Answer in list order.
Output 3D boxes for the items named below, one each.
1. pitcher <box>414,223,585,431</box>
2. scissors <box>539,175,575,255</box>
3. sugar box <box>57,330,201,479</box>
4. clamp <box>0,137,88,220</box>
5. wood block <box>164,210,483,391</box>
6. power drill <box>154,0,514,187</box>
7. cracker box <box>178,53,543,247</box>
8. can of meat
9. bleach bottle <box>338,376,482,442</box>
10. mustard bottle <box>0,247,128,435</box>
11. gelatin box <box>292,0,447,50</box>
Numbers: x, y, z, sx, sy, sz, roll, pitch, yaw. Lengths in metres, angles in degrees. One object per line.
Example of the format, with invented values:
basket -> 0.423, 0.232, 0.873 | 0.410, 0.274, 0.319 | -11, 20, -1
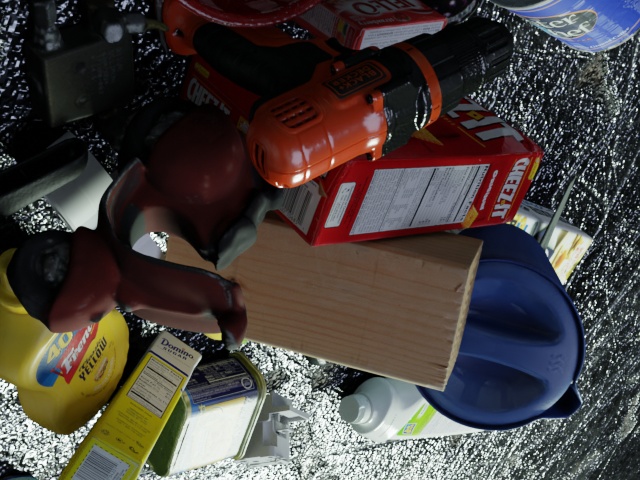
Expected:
pitcher -> 0.138, 0.049, 0.897 | 0.242, 0.145, 0.149 | -52, 136, -76
scissors -> 0.202, 0.031, 1.070 | 0.096, 0.016, 0.202 | -26, 139, -31
sugar box -> -0.148, 0.144, 0.798 | 0.093, 0.048, 0.176 | -53, -172, 19
clamp -> -0.241, -0.002, 0.625 | 0.164, 0.036, 0.210 | 14, 116, -35
wood block -> 0.001, 0.027, 0.754 | 0.090, 0.206, 0.091 | -40, 142, -71
power drill -> 0.000, -0.123, 0.657 | 0.184, 0.188, 0.057 | -28, 140, -25
cracker box -> 0.031, -0.076, 0.759 | 0.213, 0.164, 0.072 | -7, 129, -44
can of meat -> -0.105, 0.154, 0.935 | 0.083, 0.057, 0.102 | -9, 130, -41
bleach bottle -> 0.117, 0.176, 1.202 | 0.250, 0.068, 0.103 | 5, 120, -48
mustard bottle -> -0.179, 0.056, 0.710 | 0.096, 0.058, 0.191 | -61, 165, -24
gelatin box -> 0.035, -0.160, 0.762 | 0.089, 0.073, 0.030 | -16, 135, -39
